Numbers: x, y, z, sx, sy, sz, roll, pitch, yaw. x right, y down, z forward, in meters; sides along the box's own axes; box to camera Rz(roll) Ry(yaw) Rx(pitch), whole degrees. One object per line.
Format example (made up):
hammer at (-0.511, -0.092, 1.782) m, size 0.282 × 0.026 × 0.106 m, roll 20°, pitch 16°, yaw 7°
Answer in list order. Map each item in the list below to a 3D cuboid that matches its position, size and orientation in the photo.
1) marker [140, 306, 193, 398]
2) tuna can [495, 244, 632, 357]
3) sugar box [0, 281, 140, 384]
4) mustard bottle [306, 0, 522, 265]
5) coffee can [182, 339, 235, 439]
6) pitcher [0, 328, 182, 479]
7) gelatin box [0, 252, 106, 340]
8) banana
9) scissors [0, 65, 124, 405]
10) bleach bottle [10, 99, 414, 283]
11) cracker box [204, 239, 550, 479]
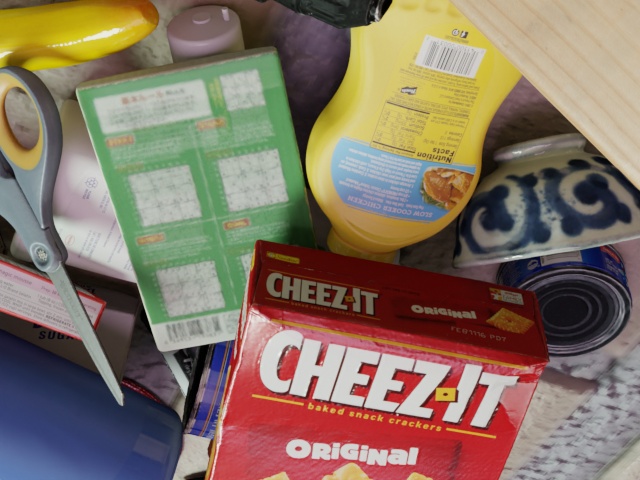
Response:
marker at (-0.101, 0.089, 0.773) m, size 0.020 × 0.020 × 0.121 m, roll -10°, pitch 130°, yaw 12°
tuna can at (0.160, 0.037, 0.701) m, size 0.086 × 0.033 × 0.086 m, roll 2°, pitch 132°, yaw 2°
sugar box at (-0.188, 0.114, 0.740) m, size 0.093 × 0.048 × 0.176 m, roll 14°, pitch 103°, yaw -8°
mustard bottle at (0.045, -0.055, 0.585) m, size 0.096 × 0.058 × 0.192 m, roll 11°, pitch 120°, yaw -15°
coffee can at (-0.013, 0.095, 0.716) m, size 0.140 × 0.102 × 0.103 m, roll 14°, pitch 131°, yaw -9°
pitcher at (-0.218, 0.121, 0.654) m, size 0.242 × 0.145 × 0.149 m, roll 25°, pitch 152°, yaw -13°
gelatin box at (-0.183, 0.029, 0.645) m, size 0.089 × 0.073 × 0.030 m, roll 25°, pitch 85°, yaw -28°
banana at (-0.183, -0.108, 0.575) m, size 0.197 × 0.069 × 0.037 m, roll -3°, pitch 95°, yaw -2°
scissors at (-0.143, -0.010, 0.584) m, size 0.096 × 0.016 × 0.202 m, roll -39°, pitch 88°, yaw 34°
bleach bottle at (-0.054, 0.001, 0.663) m, size 0.250 × 0.068 × 0.103 m, roll 19°, pitch 127°, yaw -16°
cracker box at (0.020, 0.118, 0.625) m, size 0.164 × 0.072 × 0.214 m, roll 11°, pitch 123°, yaw -6°
